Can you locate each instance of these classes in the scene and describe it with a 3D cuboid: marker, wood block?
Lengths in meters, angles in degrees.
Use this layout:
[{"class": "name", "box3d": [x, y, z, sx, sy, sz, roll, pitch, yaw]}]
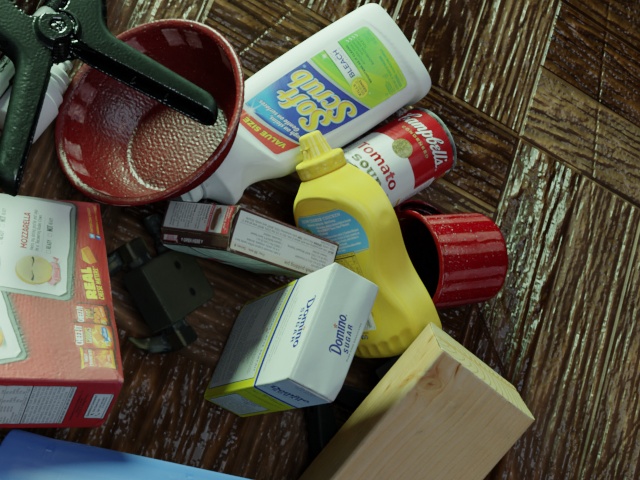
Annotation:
[{"class": "marker", "box3d": [-0.226, -0.156, 0.827, 0.020, 0.020, 0.121, 37, 55, -16]}, {"class": "wood block", "box3d": [0.056, 0.176, 0.819, 0.091, 0.090, 0.206, 38, 97, -5]}]

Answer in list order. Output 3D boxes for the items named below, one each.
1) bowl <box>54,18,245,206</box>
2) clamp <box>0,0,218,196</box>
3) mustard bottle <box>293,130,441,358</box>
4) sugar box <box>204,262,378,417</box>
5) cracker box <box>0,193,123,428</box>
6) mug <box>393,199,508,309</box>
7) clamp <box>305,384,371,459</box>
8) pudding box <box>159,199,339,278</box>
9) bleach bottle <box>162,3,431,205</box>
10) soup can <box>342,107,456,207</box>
[{"class": "bowl", "box3d": [-0.123, -0.090, 0.830, 0.055, 0.162, 0.162, 48, 53, -59]}, {"class": "clamp", "box3d": [-0.193, -0.135, 0.755, 0.164, 0.036, 0.210, -30, 79, -27]}, {"class": "mustard bottle", "box3d": [0.027, 0.001, 0.879, 0.058, 0.096, 0.191, -30, 103, -36]}, {"class": "sugar box", "box3d": [-0.026, 0.080, 0.805, 0.048, 0.176, 0.093, 30, 68, -19]}, {"class": "cracker box", "box3d": [-0.252, 0.044, 0.724, 0.213, 0.072, 0.164, 4, 48, -25]}, {"class": "mug", "box3d": [0.104, 0.009, 0.943, 0.081, 0.093, 0.117, -5, 48, -32]}, {"class": "clamp", "box3d": [0.038, 0.192, 0.896, 0.171, 0.039, 0.120, 45, 61, -13]}, {"class": "pudding box", "box3d": [-0.056, 0.001, 0.837, 0.113, 0.090, 0.039, 18, 81, -44]}, {"class": "bleach bottle", "box3d": [-0.024, -0.100, 0.907, 0.250, 0.068, 0.102, -39, 99, -25]}, {"class": "soup can", "box3d": [0.060, -0.066, 0.939, 0.102, 0.069, 0.068, -32, 95, -27]}]
